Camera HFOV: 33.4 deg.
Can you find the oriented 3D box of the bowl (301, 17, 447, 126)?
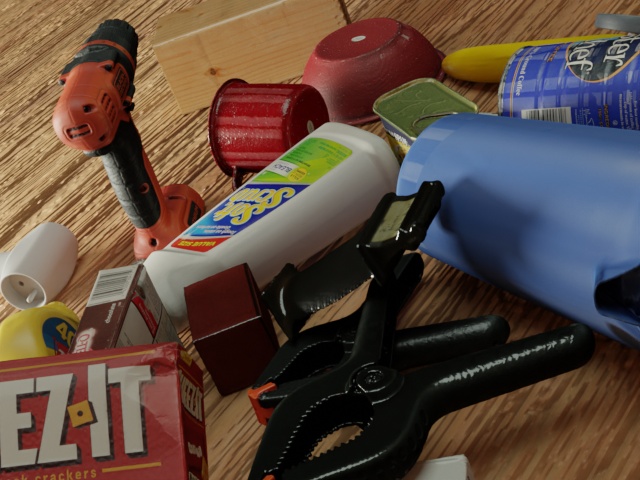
[{"bbox_3d":[0.044,-0.178,1.069,0.162,0.055,0.162,-16,31,10],"label":"bowl"}]

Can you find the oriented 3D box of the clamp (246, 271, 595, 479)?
[{"bbox_3d":[0.044,0.090,0.602,0.165,0.036,0.209,8,38,40],"label":"clamp"}]

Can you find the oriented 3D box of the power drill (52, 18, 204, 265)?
[{"bbox_3d":[-0.162,-0.083,0.925,0.057,0.187,0.184,-15,33,14],"label":"power drill"}]

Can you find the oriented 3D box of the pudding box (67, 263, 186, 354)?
[{"bbox_3d":[-0.133,0.083,0.744,0.039,0.090,0.113,-12,32,13],"label":"pudding box"}]

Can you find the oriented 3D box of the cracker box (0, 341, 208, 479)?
[{"bbox_3d":[-0.135,0.165,0.508,0.164,0.072,0.214,-7,68,2],"label":"cracker box"}]

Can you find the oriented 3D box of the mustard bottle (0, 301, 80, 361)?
[{"bbox_3d":[-0.194,0.102,0.746,0.058,0.096,0.191,-20,31,4],"label":"mustard bottle"}]

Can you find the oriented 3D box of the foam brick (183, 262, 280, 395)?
[{"bbox_3d":[-0.062,0.063,0.766,0.051,0.053,0.078,-22,30,0],"label":"foam brick"}]

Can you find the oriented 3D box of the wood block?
[{"bbox_3d":[-0.071,-0.225,1.180,0.206,0.091,0.090,-17,31,8],"label":"wood block"}]

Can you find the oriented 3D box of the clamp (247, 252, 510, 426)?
[{"bbox_3d":[0.037,0.073,0.703,0.171,0.039,0.120,-36,30,-20],"label":"clamp"}]

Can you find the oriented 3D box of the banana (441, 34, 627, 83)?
[{"bbox_3d":[0.196,-0.163,0.973,0.198,0.037,0.069,-1,7,27],"label":"banana"}]

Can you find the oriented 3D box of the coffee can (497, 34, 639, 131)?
[{"bbox_3d":[0.216,-0.098,0.780,0.141,0.103,0.102,1,38,41],"label":"coffee can"}]

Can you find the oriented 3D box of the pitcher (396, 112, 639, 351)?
[{"bbox_3d":[0.169,-0.016,0.682,0.243,0.149,0.145,22,82,53],"label":"pitcher"}]

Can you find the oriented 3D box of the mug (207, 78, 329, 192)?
[{"bbox_3d":[-0.047,-0.091,0.973,0.082,0.093,0.117,4,70,29],"label":"mug"}]

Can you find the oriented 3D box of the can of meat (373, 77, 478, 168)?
[{"bbox_3d":[0.093,-0.070,0.843,0.057,0.084,0.102,-28,31,-9],"label":"can of meat"}]

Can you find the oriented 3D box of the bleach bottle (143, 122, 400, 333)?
[{"bbox_3d":[-0.056,0.001,0.850,0.250,0.068,0.103,-37,34,-19],"label":"bleach bottle"}]
